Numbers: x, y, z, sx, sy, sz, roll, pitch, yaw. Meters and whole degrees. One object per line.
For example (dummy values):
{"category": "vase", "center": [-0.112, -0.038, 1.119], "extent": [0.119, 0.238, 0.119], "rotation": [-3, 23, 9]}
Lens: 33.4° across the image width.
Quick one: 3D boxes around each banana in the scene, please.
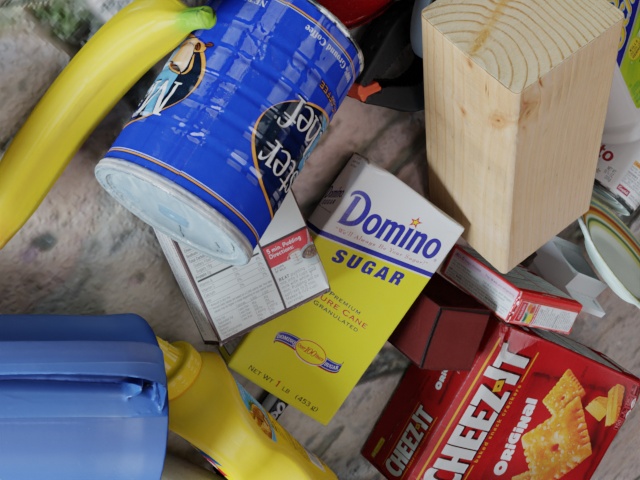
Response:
{"category": "banana", "center": [-0.138, -0.076, 0.611], "extent": [0.037, 0.069, 0.198], "rotation": [38, 107, -25]}

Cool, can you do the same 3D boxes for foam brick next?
{"category": "foam brick", "center": [0.081, 0.059, 0.817], "extent": [0.052, 0.078, 0.051], "rotation": [6, 109, -33]}

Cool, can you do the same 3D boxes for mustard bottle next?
{"category": "mustard bottle", "center": [-0.059, 0.130, 0.730], "extent": [0.058, 0.096, 0.191], "rotation": [-41, 121, -3]}

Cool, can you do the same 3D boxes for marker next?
{"category": "marker", "center": [-0.042, 0.134, 0.809], "extent": [0.020, 0.020, 0.121], "rotation": [36, 91, -39]}

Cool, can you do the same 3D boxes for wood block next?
{"category": "wood block", "center": [0.131, -0.081, 0.726], "extent": [0.090, 0.090, 0.206], "rotation": [-35, 150, -14]}

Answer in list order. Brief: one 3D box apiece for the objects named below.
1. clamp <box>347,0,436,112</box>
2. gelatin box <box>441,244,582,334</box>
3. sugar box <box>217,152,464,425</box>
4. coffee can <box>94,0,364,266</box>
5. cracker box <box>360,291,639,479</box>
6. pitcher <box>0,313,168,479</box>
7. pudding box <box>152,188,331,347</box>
{"category": "clamp", "center": [0.089, -0.134, 0.752], "extent": [0.171, 0.039, 0.120], "rotation": [-38, 121, -15]}
{"category": "gelatin box", "center": [0.150, 0.039, 0.844], "extent": [0.073, 0.089, 0.030], "rotation": [13, 106, -37]}
{"category": "sugar box", "center": [0.015, 0.035, 0.767], "extent": [0.093, 0.048, 0.176], "rotation": [34, 94, -20]}
{"category": "coffee can", "center": [-0.052, -0.071, 0.628], "extent": [0.102, 0.103, 0.140], "rotation": [43, 71, -39]}
{"category": "cracker box", "center": [0.164, 0.154, 0.921], "extent": [0.213, 0.072, 0.164], "rotation": [23, 98, -38]}
{"category": "pitcher", "center": [-0.213, 0.097, 0.605], "extent": [0.242, 0.145, 0.149], "rotation": [6, 107, -32]}
{"category": "pudding box", "center": [-0.054, 0.001, 0.699], "extent": [0.090, 0.039, 0.113], "rotation": [-25, 95, -20]}
